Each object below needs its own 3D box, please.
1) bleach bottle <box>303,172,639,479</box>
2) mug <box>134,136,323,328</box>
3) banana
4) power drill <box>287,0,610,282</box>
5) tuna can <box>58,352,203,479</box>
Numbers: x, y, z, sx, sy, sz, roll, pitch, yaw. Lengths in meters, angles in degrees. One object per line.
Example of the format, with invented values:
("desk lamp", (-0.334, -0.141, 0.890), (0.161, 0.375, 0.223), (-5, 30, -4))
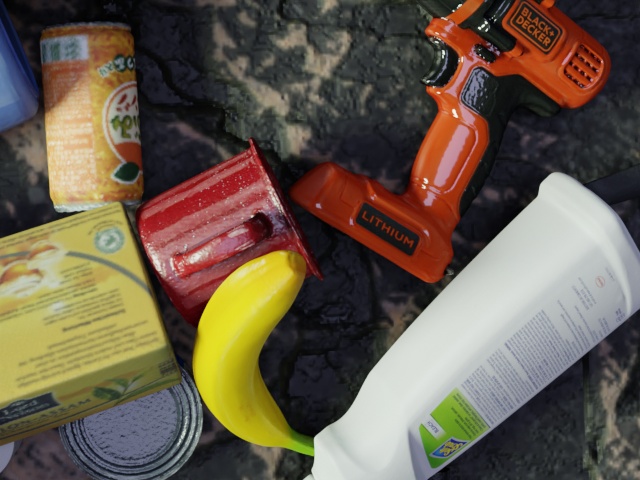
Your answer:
("bleach bottle", (0.080, 0.078, 0.640), (0.251, 0.068, 0.102), (-41, 132, 0))
("mug", (-0.054, 0.001, 0.609), (0.081, 0.117, 0.093), (-27, 97, 1))
("banana", (-0.039, 0.066, 0.605), (0.069, 0.198, 0.037), (-5, 53, -1))
("power drill", (0.061, -0.084, 0.628), (0.184, 0.057, 0.187), (32, 93, -19))
("tuna can", (-0.114, 0.104, 0.649), (0.086, 0.034, 0.086), (0, 94, -6))
